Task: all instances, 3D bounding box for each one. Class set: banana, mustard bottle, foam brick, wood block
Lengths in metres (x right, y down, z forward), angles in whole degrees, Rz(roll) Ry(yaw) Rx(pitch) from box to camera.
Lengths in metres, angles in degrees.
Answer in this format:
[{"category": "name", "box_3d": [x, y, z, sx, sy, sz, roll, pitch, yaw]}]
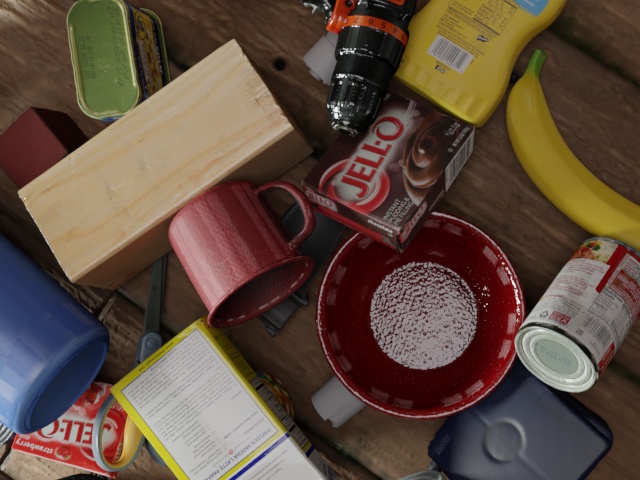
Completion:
[{"category": "banana", "box_3d": [0.203, -0.055, 0.833, 0.070, 0.037, 0.198, -37, 85, 9]}, {"category": "mustard bottle", "box_3d": [0.137, -0.191, 0.830, 0.096, 0.058, 0.192, 35, 97, 13]}, {"category": "foam brick", "box_3d": [-0.227, -0.072, 0.882, 0.053, 0.078, 0.051, -41, 86, 8]}, {"category": "wood block", "box_3d": [-0.120, -0.057, 0.850, 0.206, 0.090, 0.090, -34, 80, 5]}]

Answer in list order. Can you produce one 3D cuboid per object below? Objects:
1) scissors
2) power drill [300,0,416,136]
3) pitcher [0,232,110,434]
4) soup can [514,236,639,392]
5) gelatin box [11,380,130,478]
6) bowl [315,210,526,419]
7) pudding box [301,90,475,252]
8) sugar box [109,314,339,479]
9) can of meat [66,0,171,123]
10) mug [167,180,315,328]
[{"category": "scissors", "box_3d": [-0.129, 0.101, 0.895, 0.096, 0.016, 0.201, 28, 71, -27]}, {"category": "power drill", "box_3d": [-0.020, -0.187, 0.794, 0.187, 0.057, 0.184, 19, 76, -10]}, {"category": "pitcher", "box_3d": [-0.298, 0.049, 0.852, 0.243, 0.145, 0.149, 36, 90, 12]}, {"category": "soup can", "box_3d": [0.198, 0.055, 0.796, 0.068, 0.069, 0.102, 39, 59, 6]}, {"category": "gelatin box", "box_3d": [-0.203, 0.152, 0.896, 0.089, 0.030, 0.073, 14, 74, 9]}, {"category": "bowl", "box_3d": [0.079, 0.058, 0.841, 0.162, 0.055, 0.162, -1, 84, 9]}, {"category": "pudding box", "box_3d": [0.053, -0.056, 0.823, 0.090, 0.039, 0.113, 27, 63, 23]}, {"category": "sugar box", "box_3d": [-0.071, 0.154, 0.824, 0.093, 0.048, 0.176, -39, 88, 7]}, {"category": "can of meat", "box_3d": [-0.162, -0.144, 0.867, 0.057, 0.084, 0.102, -9, 90, 9]}, {"category": "mug", "box_3d": [-0.055, 0.001, 0.811, 0.117, 0.093, 0.081, -40, 71, 21]}]
